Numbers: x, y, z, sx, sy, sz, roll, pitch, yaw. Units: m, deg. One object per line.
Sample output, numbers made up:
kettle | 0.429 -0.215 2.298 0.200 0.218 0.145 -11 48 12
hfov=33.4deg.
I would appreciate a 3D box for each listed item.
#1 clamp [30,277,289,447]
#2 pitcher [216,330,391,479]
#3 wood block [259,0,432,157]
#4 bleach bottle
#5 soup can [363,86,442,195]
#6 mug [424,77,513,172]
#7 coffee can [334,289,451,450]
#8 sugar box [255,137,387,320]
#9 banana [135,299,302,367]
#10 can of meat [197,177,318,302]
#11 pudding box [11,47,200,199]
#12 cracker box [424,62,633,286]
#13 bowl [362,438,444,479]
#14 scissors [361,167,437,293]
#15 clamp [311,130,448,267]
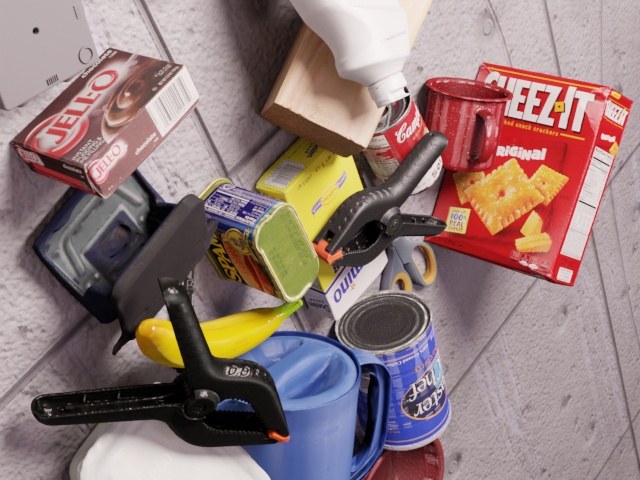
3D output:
clamp | -0.097 0.112 0.841 0.209 0.036 0.165 24 121 -35
pitcher | -0.020 0.217 1.032 0.144 0.149 0.243 -54 149 -58
wood block | 0.034 -0.187 0.936 0.090 0.091 0.206 25 84 -9
bleach bottle | 0.001 -0.221 0.842 0.102 0.068 0.251 -29 97 -37
soup can | 0.075 -0.099 1.063 0.068 0.069 0.102 -54 139 -19
mug | 0.154 -0.117 1.116 0.093 0.117 0.081 0 112 -21
coffee can | 0.079 0.138 1.136 0.102 0.103 0.140 -40 132 -32
sugar box | 0.006 -0.014 1.035 0.093 0.048 0.176 -47 134 -26
banana | -0.097 0.079 0.914 0.197 0.037 0.070 -9 136 -54
can of meat | -0.056 0.001 0.938 0.057 0.084 0.102 -49 137 -24
pudding box | -0.156 -0.088 0.782 0.113 0.090 0.039 -49 138 -25
cracker box | 0.225 -0.075 1.171 0.072 0.164 0.214 14 95 -53
bowl | 0.073 0.284 1.226 0.161 0.055 0.162 -22 121 -43
scissors | 0.070 0.011 1.144 0.201 0.016 0.096 42 73 -48
clamp | 0.065 -0.019 1.029 0.171 0.039 0.120 -36 132 -20
